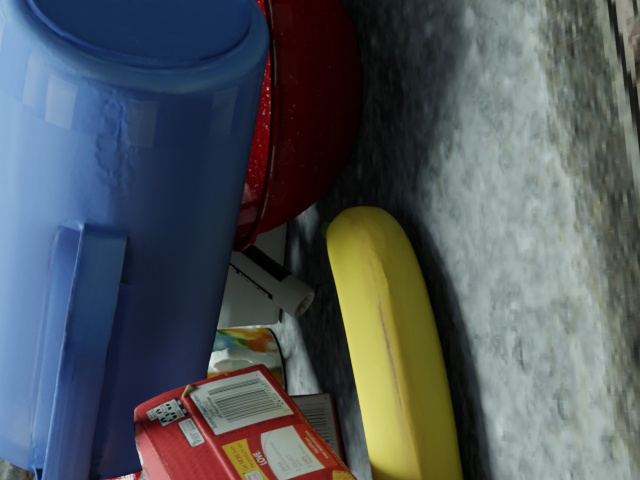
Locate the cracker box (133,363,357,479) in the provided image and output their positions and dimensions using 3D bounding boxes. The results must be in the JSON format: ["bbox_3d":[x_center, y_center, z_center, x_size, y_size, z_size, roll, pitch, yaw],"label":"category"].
[{"bbox_3d":[-0.012,0.183,0.439,0.164,0.072,0.214,-142,41,-61],"label":"cracker box"}]

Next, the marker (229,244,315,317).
[{"bbox_3d":[-0.054,0.001,0.592,0.121,0.020,0.020,37,137,21],"label":"marker"}]

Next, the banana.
[{"bbox_3d":[0.032,0.060,0.430,0.069,0.037,0.198,83,177,-63],"label":"banana"}]

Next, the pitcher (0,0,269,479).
[{"bbox_3d":[-0.098,-0.002,0.489,0.149,0.144,0.243,41,136,24],"label":"pitcher"}]

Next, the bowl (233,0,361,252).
[{"bbox_3d":[-0.021,-0.076,0.530,0.162,0.055,0.162,177,90,-71],"label":"bowl"}]
